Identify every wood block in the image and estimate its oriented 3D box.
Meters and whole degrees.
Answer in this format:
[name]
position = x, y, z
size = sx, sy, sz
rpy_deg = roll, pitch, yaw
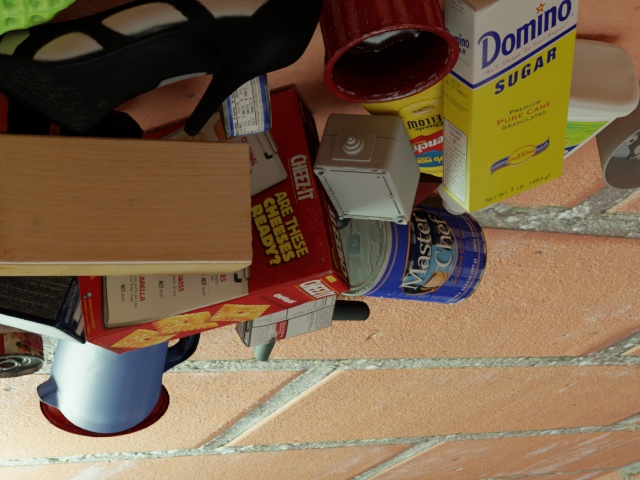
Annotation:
[wood block]
position = -0.160, -0.022, 0.761
size = 0.205, 0.091, 0.090
rpy_deg = 0, 173, -19

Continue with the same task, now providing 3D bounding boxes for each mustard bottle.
[mustard bottle]
position = 0.090, -0.103, 0.884
size = 0.096, 0.058, 0.191
rpy_deg = -14, 155, 10

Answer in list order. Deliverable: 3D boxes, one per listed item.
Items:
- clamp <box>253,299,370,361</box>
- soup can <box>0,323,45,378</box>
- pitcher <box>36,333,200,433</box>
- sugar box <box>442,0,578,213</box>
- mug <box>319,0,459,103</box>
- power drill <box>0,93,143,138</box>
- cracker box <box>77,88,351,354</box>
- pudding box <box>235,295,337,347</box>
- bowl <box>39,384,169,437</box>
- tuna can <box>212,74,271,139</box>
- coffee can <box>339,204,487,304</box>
[clamp]
position = -0.035, 0.085, 1.304
size = 0.164, 0.036, 0.210
rpy_deg = -21, 152, 7
[soup can]
position = -0.318, 0.081, 1.085
size = 0.068, 0.102, 0.068
rpy_deg = -9, 157, -4
[pitcher]
position = -0.217, 0.109, 1.178
size = 0.145, 0.149, 0.243
rpy_deg = 27, 148, 0
[sugar box]
position = 0.139, -0.113, 0.789
size = 0.093, 0.048, 0.176
rpy_deg = -22, 135, -19
[mug]
position = 0.035, -0.147, 0.737
size = 0.093, 0.081, 0.117
rpy_deg = 1, 154, -27
[power drill]
position = -0.255, -0.061, 0.844
size = 0.184, 0.057, 0.188
rpy_deg = 9, 147, -32
[cracker box]
position = -0.096, -0.012, 0.887
size = 0.214, 0.164, 0.072
rpy_deg = -16, 160, 12
[pudding box]
position = -0.037, 0.070, 1.213
size = 0.113, 0.039, 0.090
rpy_deg = -14, 137, -24
[bowl]
position = -0.268, 0.177, 1.328
size = 0.162, 0.162, 0.055
rpy_deg = -3, 115, -18
[tuna can]
position = -0.058, -0.117, 0.760
size = 0.033, 0.086, 0.086
rpy_deg = -10, 157, -7
[coffee can]
position = 0.087, 0.011, 1.103
size = 0.140, 0.103, 0.103
rpy_deg = 7, 151, -37
